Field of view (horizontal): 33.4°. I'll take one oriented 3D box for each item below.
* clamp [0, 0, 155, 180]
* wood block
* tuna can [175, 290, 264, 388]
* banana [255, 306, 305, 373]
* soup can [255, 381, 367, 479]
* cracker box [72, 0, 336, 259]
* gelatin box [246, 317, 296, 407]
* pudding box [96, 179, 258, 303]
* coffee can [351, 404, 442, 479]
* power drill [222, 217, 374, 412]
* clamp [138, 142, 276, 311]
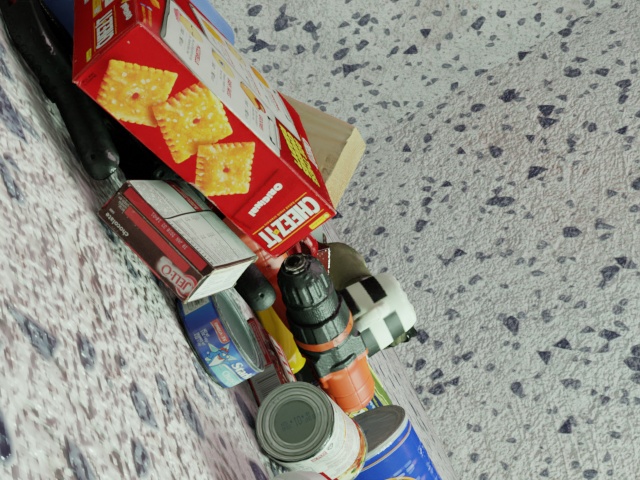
[{"bbox_3d":[-0.181,-0.111,0.769,0.171,0.039,0.120,55,0,-8],"label":"clamp"},{"bbox_3d":[-0.067,-0.111,1.119,0.206,0.090,0.090,26,-3,13],"label":"wood block"},{"bbox_3d":[-0.079,0.072,0.834,0.086,0.034,0.086,61,4,-7],"label":"tuna can"},{"bbox_3d":[-0.055,0.071,1.134,0.198,0.037,0.069,64,4,37],"label":"banana"},{"bbox_3d":[-0.007,0.162,0.883,0.068,0.068,0.102,64,5,30],"label":"soup can"},{"bbox_3d":[-0.092,-0.106,0.814,0.213,0.072,0.164,44,16,-33],"label":"cracker box"},{"bbox_3d":[-0.044,0.122,0.966,0.089,0.030,0.073,64,4,32],"label":"gelatin box"},{"bbox_3d":[-0.101,-0.002,0.775,0.090,0.039,0.113,46,13,7],"label":"pudding box"},{"bbox_3d":[0.067,0.243,1.018,0.140,0.103,0.103,61,4,-10],"label":"coffee can"},{"bbox_3d":[-0.027,0.045,0.944,0.188,0.057,0.184,50,-15,47],"label":"power drill"},{"bbox_3d":[-0.113,-0.028,0.890,0.210,0.036,0.165,58,-14,-19],"label":"clamp"}]
